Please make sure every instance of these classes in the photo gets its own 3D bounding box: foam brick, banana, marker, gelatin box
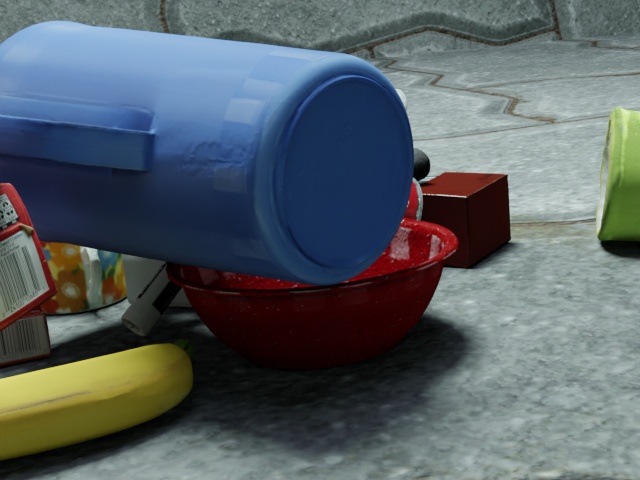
[{"bbox_3d":[0.097,-0.016,0.759,0.053,0.051,0.078,5,17,32],"label":"foam brick"},{"bbox_3d":[-0.137,0.080,0.490,0.197,0.037,0.070,-11,-5,-27],"label":"banana"},{"bbox_3d":[-0.080,0.007,0.658,0.020,0.020,0.121,9,54,45],"label":"marker"},{"bbox_3d":[-0.210,0.054,0.628,0.089,0.030,0.073,-10,14,-21],"label":"gelatin box"}]

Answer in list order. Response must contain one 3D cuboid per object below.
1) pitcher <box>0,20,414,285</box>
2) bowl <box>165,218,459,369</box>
[{"bbox_3d":[-0.081,-0.048,0.559,0.243,0.145,0.149,11,51,43],"label":"pitcher"},{"bbox_3d":[-0.003,0.030,0.593,0.162,0.055,0.162,-5,14,1],"label":"bowl"}]
